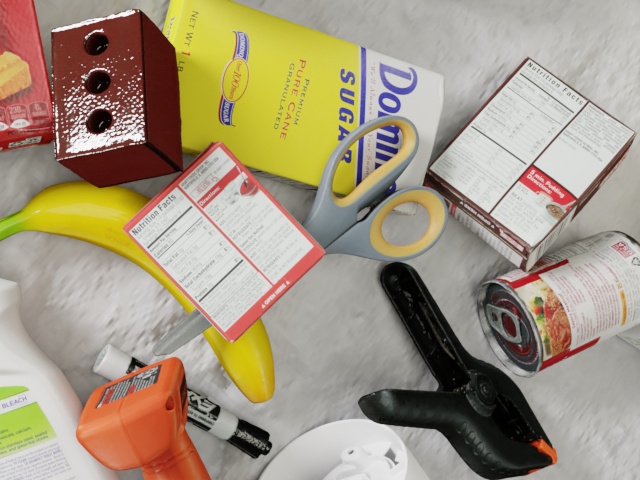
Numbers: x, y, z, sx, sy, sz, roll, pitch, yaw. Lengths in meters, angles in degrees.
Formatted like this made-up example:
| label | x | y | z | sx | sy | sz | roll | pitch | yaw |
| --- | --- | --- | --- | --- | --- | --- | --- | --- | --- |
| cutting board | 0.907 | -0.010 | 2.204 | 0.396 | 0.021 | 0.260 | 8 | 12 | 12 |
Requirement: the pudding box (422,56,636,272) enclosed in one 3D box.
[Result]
| label | x | y | z | sx | sy | sz | roll | pitch | yaw |
| --- | --- | --- | --- | --- | --- | --- | --- | --- | --- |
| pudding box | 0.134 | -0.051 | 0.690 | 0.090 | 0.039 | 0.113 | 39 | 74 | 16 |

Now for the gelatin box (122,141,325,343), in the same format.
| label | x | y | z | sx | sy | sz | roll | pitch | yaw |
| --- | --- | --- | --- | --- | --- | --- | --- | --- | --- |
| gelatin box | -0.054 | 0.001 | 0.593 | 0.073 | 0.030 | 0.089 | -44 | 94 | -7 |

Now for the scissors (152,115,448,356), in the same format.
| label | x | y | z | sx | sy | sz | roll | pitch | yaw |
| --- | --- | --- | --- | --- | --- | --- | --- | --- | --- |
| scissors | 0.000 | 0.015 | 0.632 | 0.096 | 0.016 | 0.201 | 42 | 82 | -20 |

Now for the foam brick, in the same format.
| label | x | y | z | sx | sy | sz | roll | pitch | yaw |
| --- | --- | --- | --- | --- | --- | --- | --- | --- | --- |
| foam brick | -0.108 | -0.075 | 0.569 | 0.053 | 0.051 | 0.078 | -11 | 72 | 13 |

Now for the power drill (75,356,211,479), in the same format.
| label | x | y | z | sx | sy | sz | roll | pitch | yaw |
| --- | --- | --- | --- | --- | --- | --- | --- | --- | --- |
| power drill | -0.067 | 0.165 | 0.565 | 0.057 | 0.184 | 0.187 | -22 | 98 | -5 |

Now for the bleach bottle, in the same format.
| label | x | y | z | sx | sy | sz | roll | pitch | yaw |
| --- | --- | --- | --- | --- | --- | --- | --- | --- | --- |
| bleach bottle | -0.163 | 0.116 | 0.589 | 0.102 | 0.068 | 0.251 | -19 | 96 | -15 |

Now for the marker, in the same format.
| label | x | y | z | sx | sy | sz | roll | pitch | yaw |
| --- | --- | --- | --- | --- | --- | --- | --- | --- | --- |
| marker | -0.080 | 0.099 | 0.643 | 0.121 | 0.020 | 0.020 | 32 | 80 | -19 |

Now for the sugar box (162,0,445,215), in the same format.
| label | x | y | z | sx | sy | sz | roll | pitch | yaw |
| --- | --- | --- | --- | --- | --- | --- | --- | --- | --- |
| sugar box | -0.014 | -0.081 | 0.648 | 0.176 | 0.048 | 0.093 | 14 | 87 | -19 |

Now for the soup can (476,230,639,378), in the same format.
| label | x | y | z | sx | sy | sz | roll | pitch | yaw |
| --- | --- | --- | --- | --- | --- | --- | --- | --- | --- |
| soup can | 0.165 | 0.040 | 0.709 | 0.102 | 0.069 | 0.068 | -22 | 99 | -20 |

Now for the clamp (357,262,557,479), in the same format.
| label | x | y | z | sx | sy | sz | roll | pitch | yaw |
| --- | --- | --- | --- | --- | --- | --- | --- | --- | --- |
| clamp | 0.089 | 0.091 | 0.686 | 0.171 | 0.039 | 0.120 | 36 | 47 | -33 |

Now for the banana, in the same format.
| label | x | y | z | sx | sy | sz | roll | pitch | yaw |
| --- | --- | --- | --- | --- | --- | --- | --- | --- | --- |
| banana | -0.094 | 0.020 | 0.627 | 0.197 | 0.037 | 0.069 | 35 | 89 | -18 |
